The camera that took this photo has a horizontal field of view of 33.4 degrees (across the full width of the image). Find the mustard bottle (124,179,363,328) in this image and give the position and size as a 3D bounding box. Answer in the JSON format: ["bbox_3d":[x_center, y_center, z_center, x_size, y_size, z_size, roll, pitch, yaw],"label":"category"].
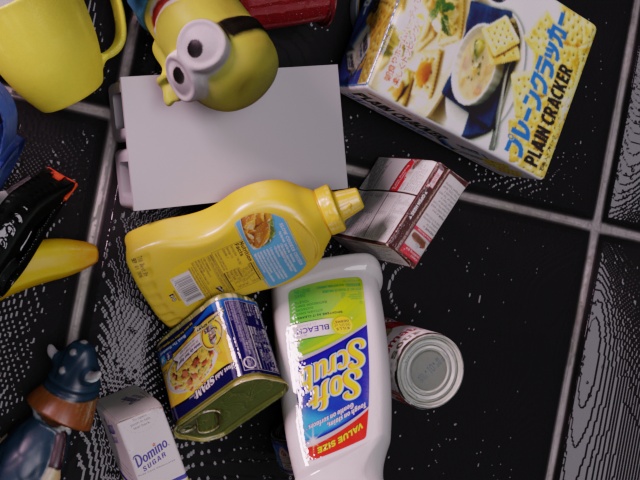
[{"bbox_3d":[-0.056,0.001,0.874,0.191,0.058,0.096,-22,129,5],"label":"mustard bottle"}]

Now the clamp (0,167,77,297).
[{"bbox_3d":[-0.240,0.020,0.763,0.036,0.165,0.209,30,61,-2],"label":"clamp"}]

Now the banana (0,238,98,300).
[{"bbox_3d":[-0.268,0.051,0.840,0.069,0.037,0.197,48,69,-5],"label":"banana"}]

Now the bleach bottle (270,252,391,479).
[{"bbox_3d":[0.020,0.134,0.872,0.102,0.068,0.251,-9,57,0],"label":"bleach bottle"}]

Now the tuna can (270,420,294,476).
[{"bbox_3d":[0.000,0.172,0.935,0.086,0.086,0.034,-20,99,-20],"label":"tuna can"}]

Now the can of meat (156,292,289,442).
[{"bbox_3d":[-0.084,0.104,0.874,0.057,0.102,0.084,19,41,-47],"label":"can of meat"}]

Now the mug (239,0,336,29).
[{"bbox_3d":[-0.044,-0.230,0.900,0.081,0.093,0.117,-13,67,-17],"label":"mug"}]

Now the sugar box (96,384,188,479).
[{"bbox_3d":[-0.131,0.212,0.880,0.048,0.093,0.176,-19,100,-21],"label":"sugar box"}]

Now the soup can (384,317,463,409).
[{"bbox_3d":[0.075,0.108,0.953,0.068,0.102,0.068,-1,94,-22],"label":"soup can"}]

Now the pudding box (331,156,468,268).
[{"bbox_3d":[0.066,-0.027,0.936,0.039,0.114,0.090,37,80,-23],"label":"pudding box"}]
